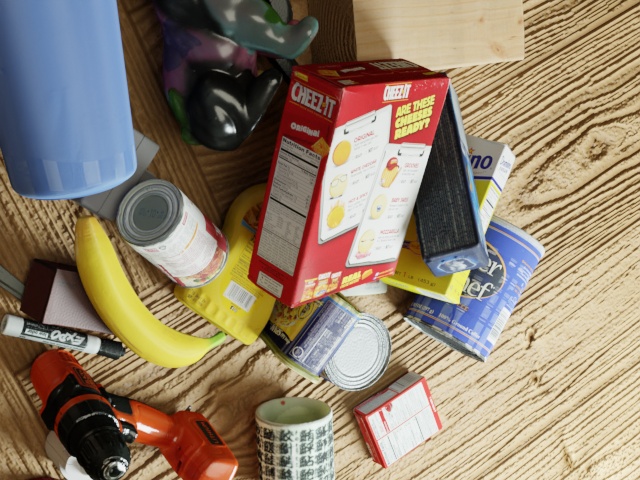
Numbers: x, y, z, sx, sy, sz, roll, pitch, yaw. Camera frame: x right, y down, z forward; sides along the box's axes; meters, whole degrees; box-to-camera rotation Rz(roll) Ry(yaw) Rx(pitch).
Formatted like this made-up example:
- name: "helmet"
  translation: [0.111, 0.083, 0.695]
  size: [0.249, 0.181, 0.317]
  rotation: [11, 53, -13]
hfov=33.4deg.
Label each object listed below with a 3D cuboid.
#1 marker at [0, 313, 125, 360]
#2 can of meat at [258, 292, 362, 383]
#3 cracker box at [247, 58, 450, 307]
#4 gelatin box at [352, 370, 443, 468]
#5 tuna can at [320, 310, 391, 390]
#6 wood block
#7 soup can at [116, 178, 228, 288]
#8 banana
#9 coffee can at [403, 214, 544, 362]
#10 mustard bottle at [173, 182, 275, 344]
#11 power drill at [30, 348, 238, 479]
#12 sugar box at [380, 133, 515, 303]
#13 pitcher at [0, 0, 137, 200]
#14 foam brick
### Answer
- name: "marker"
  translation: [-0.240, 0.092, 1.004]
  size: [0.121, 0.020, 0.020]
  rotation: [18, 90, -30]
- name: "can of meat"
  translation: [-0.013, 0.082, 1.073]
  size: [0.057, 0.102, 0.084]
  rotation: [35, 92, -29]
- name: "cracker box"
  translation: [0.024, -0.058, 1.002]
  size: [0.163, 0.072, 0.214]
  rotation: [-15, 126, -48]
- name: "gelatin box"
  translation: [0.087, 0.201, 1.199]
  size: [0.089, 0.030, 0.073]
  rotation: [-30, 113, -21]
- name: "tuna can"
  translation: [0.032, 0.116, 1.151]
  size: [0.086, 0.034, 0.086]
  rotation: [-5, 101, -28]
- name: "wood block"
  translation: [0.100, -0.222, 1.098]
  size: [0.205, 0.091, 0.090]
  rotation: [-11, 104, -27]
- name: "soup can"
  translation: [-0.136, -0.005, 0.985]
  size: [0.068, 0.069, 0.102]
  rotation: [-56, 150, -10]
- name: "banana"
  translation: [-0.167, 0.061, 0.973]
  size: [0.197, 0.037, 0.069]
  rotation: [48, 51, -35]
- name: "coffee can"
  translation: [0.169, 0.049, 1.176]
  size: [0.102, 0.103, 0.140]
  rotation: [33, 82, -29]
- name: "mustard bottle"
  translation: [-0.057, 0.001, 1.067]
  size: [0.096, 0.058, 0.191]
  rotation: [38, 80, -26]
- name: "power drill"
  translation: [-0.166, 0.180, 0.977]
  size: [0.187, 0.185, 0.057]
  rotation: [34, 94, -38]
- name: "sugar box"
  translation: [0.131, -0.028, 1.136]
  size: [0.048, 0.093, 0.176]
  rotation: [34, 75, -58]
- name: "pitcher"
  translation: [-0.232, -0.162, 0.879]
  size: [0.145, 0.149, 0.243]
  rotation: [-11, 110, -12]
- name: "foam brick"
  translation: [-0.225, 0.052, 0.981]
  size: [0.078, 0.051, 0.053]
  rotation: [16, 90, -38]
